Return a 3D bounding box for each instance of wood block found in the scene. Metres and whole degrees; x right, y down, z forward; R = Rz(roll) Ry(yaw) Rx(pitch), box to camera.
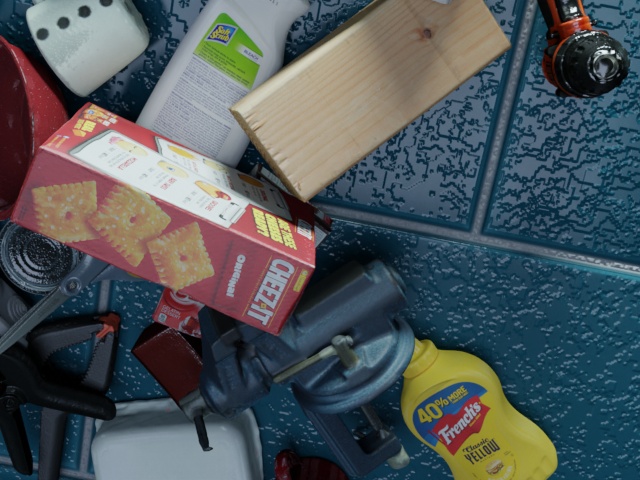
[{"bbox_3d":[0.037,-0.130,0.864,0.206,0.090,0.091,-37,103,-3],"label":"wood block"}]

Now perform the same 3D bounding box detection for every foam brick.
[{"bbox_3d":[-0.132,0.110,1.014,0.051,0.053,0.078,-35,104,15],"label":"foam brick"}]

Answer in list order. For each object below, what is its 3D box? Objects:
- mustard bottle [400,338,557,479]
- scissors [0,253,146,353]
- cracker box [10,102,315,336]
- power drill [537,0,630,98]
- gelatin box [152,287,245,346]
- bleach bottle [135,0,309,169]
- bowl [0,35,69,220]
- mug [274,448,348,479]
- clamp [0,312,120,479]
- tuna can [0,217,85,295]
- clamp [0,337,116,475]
[{"bbox_3d":[0.133,0.162,1.008,0.096,0.058,0.191,-35,103,20],"label":"mustard bottle"},{"bbox_3d":[-0.207,0.045,0.978,0.096,0.016,0.202,35,85,-21],"label":"scissors"},{"bbox_3d":[-0.114,-0.020,0.836,0.213,0.164,0.072,25,106,-8],"label":"cracker box"},{"bbox_3d":[0.184,-0.200,0.820,0.057,0.184,0.187,-16,98,5],"label":"power drill"},{"bbox_3d":[-0.098,0.054,0.965,0.089,0.030,0.073,24,113,-5],"label":"gelatin box"},{"bbox_3d":[-0.078,-0.139,0.918,0.102,0.068,0.251,31,106,-9],"label":"bleach bottle"},{"bbox_3d":[-0.264,-0.099,0.924,0.162,0.055,0.162,10,103,48],"label":"bowl"},{"bbox_3d":[-0.016,0.256,1.040,0.093,0.081,0.117,-23,106,12],"label":"mug"},{"bbox_3d":[-0.265,0.151,1.048,0.210,0.036,0.164,-36,106,15],"label":"clamp"},{"bbox_3d":[-0.257,0.007,0.998,0.086,0.033,0.086,2,109,4],"label":"tuna can"},{"bbox_3d":[-0.276,0.141,0.998,0.120,0.039,0.171,-30,122,2],"label":"clamp"}]
